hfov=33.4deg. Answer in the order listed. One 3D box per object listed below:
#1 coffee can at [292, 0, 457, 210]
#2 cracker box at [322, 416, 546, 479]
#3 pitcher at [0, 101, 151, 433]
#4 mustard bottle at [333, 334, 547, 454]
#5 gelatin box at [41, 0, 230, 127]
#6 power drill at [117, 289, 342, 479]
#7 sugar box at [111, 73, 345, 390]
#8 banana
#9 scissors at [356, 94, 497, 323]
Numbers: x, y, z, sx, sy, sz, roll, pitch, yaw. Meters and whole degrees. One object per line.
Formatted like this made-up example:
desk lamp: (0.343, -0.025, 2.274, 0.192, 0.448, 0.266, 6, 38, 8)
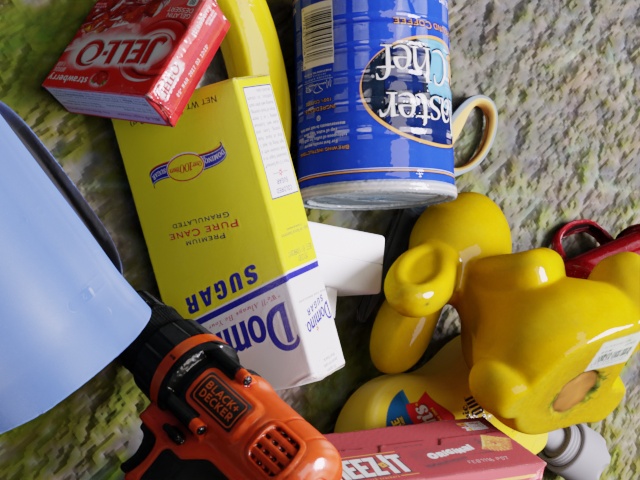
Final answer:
coffee can: (0.034, -0.094, 0.686, 0.102, 0.103, 0.140, 1, 85, -33)
cracker box: (0.036, 0.222, 0.637, 0.163, 0.072, 0.214, 0, 108, -33)
pitcher: (-0.197, -0.026, 0.523, 0.145, 0.149, 0.243, -35, 102, -16)
mustard bottle: (0.066, 0.132, 0.713, 0.191, 0.058, 0.096, -21, 96, -33)
gelatin box: (-0.104, -0.105, 0.603, 0.030, 0.089, 0.073, 50, 59, -47)
power drill: (-0.106, 0.129, 0.560, 0.187, 0.185, 0.057, -48, 141, -10)
sugar box: (-0.054, 0.001, 0.622, 0.048, 0.093, 0.176, -18, 95, -60)
banana: (-0.053, -0.115, 0.667, 0.069, 0.037, 0.198, -31, 107, -39)
scissors: (0.058, -0.046, 0.750, 0.096, 0.016, 0.201, 50, 62, -17)
